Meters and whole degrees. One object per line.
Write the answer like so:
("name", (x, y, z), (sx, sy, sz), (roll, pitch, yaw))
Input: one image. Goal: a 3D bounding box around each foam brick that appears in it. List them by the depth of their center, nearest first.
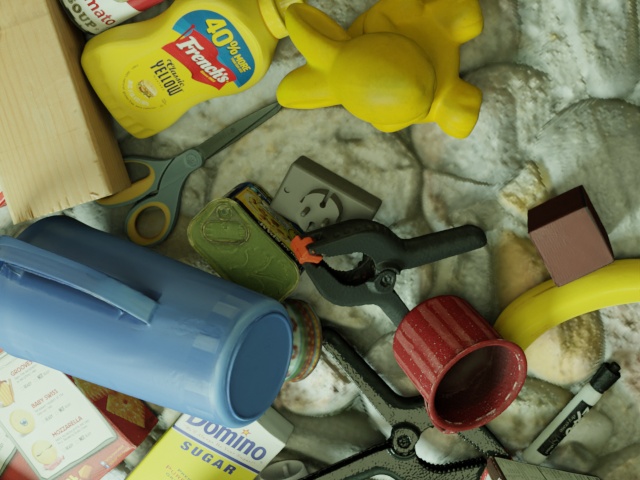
("foam brick", (0.203, -0.004, 0.870), (0.051, 0.078, 0.053), (-27, 99, 17))

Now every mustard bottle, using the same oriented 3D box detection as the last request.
("mustard bottle", (-0.098, -0.162, 0.899), (0.192, 0.058, 0.096), (-22, 123, 16))

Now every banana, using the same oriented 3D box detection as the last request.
("banana", (0.219, 0.056, 0.909), (0.198, 0.037, 0.069), (-30, 119, 21))

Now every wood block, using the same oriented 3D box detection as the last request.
("wood block", (-0.242, -0.128, 0.911), (0.091, 0.090, 0.206), (-16, 97, 3))

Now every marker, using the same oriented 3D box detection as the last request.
("marker", (0.222, 0.153, 0.942), (0.020, 0.020, 0.121), (37, 110, 0))

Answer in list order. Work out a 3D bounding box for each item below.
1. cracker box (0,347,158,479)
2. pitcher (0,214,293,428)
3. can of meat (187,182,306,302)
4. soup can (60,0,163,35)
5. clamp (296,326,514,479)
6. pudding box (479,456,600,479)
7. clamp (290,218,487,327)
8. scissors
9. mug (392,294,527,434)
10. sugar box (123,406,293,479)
("cracker box", (-0.289, 0.155, 1.031), (0.164, 0.072, 0.213), (-42, 93, 20))
("pitcher", (-0.152, 0.065, 0.884), (0.243, 0.149, 0.145), (16, 115, 29))
("can of meat", (-0.056, 0.001, 0.927), (0.102, 0.084, 0.057), (46, 110, -3))
("soup can", (-0.163, -0.223, 0.896), (0.102, 0.068, 0.068), (-22, 100, 18))
("clamp", (0.071, 0.167, 0.963), (0.210, 0.036, 0.164), (6, 95, 1))
("pudding box", (0.202, 0.231, 0.915), (0.113, 0.090, 0.039), (15, 106, -13))
("clamp", (0.059, 0.018, 0.897), (0.171, 0.039, 0.120), (23, 102, -34))
("scissors", (-0.114, -0.054, 0.961), (0.202, 0.016, 0.096), (-14, 104, 16))
("mug", (0.112, 0.109, 0.905), (0.093, 0.082, 0.117), (-8, 123, -23))
("sugar box", (-0.116, 0.215, 1.022), (0.093, 0.048, 0.176), (40, 111, -2))
